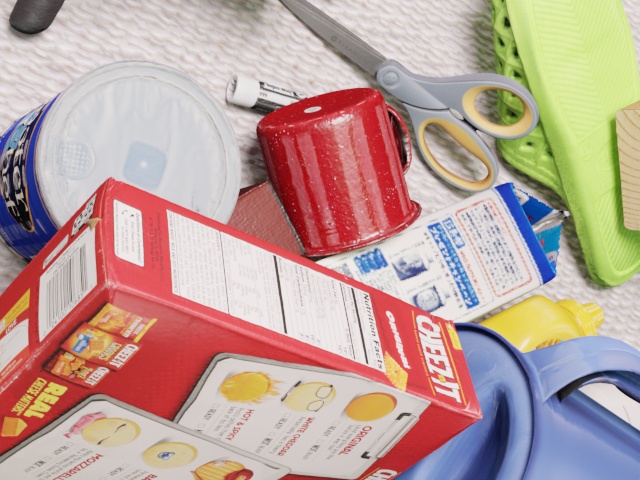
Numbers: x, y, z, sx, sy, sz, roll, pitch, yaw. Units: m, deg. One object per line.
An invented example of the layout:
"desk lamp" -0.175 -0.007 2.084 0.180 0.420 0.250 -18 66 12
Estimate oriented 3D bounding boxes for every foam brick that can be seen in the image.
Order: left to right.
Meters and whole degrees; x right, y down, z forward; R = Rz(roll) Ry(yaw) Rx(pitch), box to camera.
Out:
"foam brick" -0.054 0.001 0.643 0.052 0.078 0.051 -33 101 -26

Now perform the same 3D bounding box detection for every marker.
"marker" -0.004 -0.085 0.706 0.121 0.020 0.020 13 82 -27

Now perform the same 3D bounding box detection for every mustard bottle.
"mustard bottle" 0.122 0.086 0.727 0.191 0.058 0.096 -23 143 -27

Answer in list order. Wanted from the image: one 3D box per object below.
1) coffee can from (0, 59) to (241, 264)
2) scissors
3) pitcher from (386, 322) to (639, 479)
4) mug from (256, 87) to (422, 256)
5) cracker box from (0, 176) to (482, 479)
"coffee can" -0.117 -0.034 0.575 0.102 0.141 0.103 1 87 -28
"scissors" 0.067 -0.116 0.716 0.201 0.096 0.016 49 29 -19
"pitcher" 0.147 0.144 0.625 0.242 0.149 0.145 29 76 -36
"mug" 0.017 -0.050 0.669 0.117 0.093 0.081 -30 112 -37
"cracker box" -0.056 0.073 0.527 0.213 0.164 0.072 23 40 -33
